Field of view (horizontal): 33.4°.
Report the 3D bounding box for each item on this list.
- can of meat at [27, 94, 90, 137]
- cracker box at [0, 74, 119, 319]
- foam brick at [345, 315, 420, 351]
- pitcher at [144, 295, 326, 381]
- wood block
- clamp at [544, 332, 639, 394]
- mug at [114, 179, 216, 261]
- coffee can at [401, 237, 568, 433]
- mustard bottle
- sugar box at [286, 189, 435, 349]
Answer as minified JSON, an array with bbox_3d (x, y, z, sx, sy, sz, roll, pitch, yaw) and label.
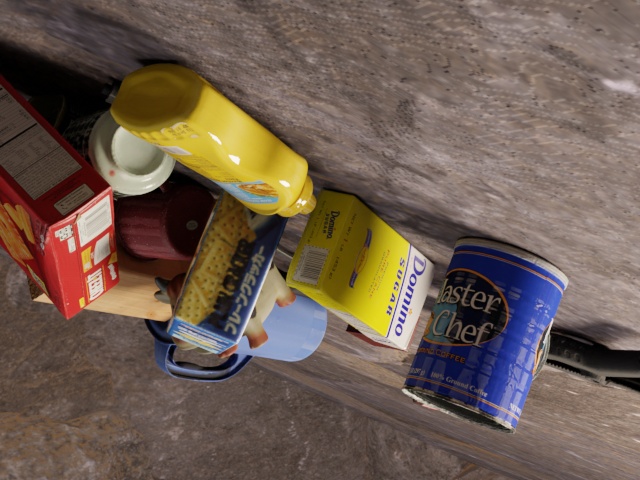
[{"bbox_3d":[-0.238,-0.096,1.026,0.083,0.057,0.102,27,168,-35],"label":"can of meat"},{"bbox_3d":[-0.272,-0.053,0.943,0.214,0.072,0.164,43,153,17],"label":"cracker box"},{"bbox_3d":[0.080,0.106,1.367,0.053,0.051,0.078,30,166,-30],"label":"foam brick"},{"bbox_3d":[-0.108,0.099,1.397,0.149,0.145,0.242,-34,147,28],"label":"pitcher"},{"bbox_3d":[-0.230,0.024,1.219,0.090,0.091,0.205,-32,153,27],"label":"wood block"},{"bbox_3d":[0.303,0.136,1.124,0.164,0.036,0.210,31,168,-35],"label":"clamp"},{"bbox_3d":[-0.166,-0.031,1.142,0.082,0.093,0.117,4,125,44],"label":"mug"},{"bbox_3d":[0.141,0.082,0.919,0.103,0.140,0.103,21,168,4],"label":"coffee can"},{"bbox_3d":[-0.066,-0.067,0.831,0.096,0.058,0.191,10,163,42],"label":"mustard bottle"},{"bbox_3d":[0.043,0.031,0.992,0.048,0.093,0.176,13,166,38],"label":"sugar box"}]
